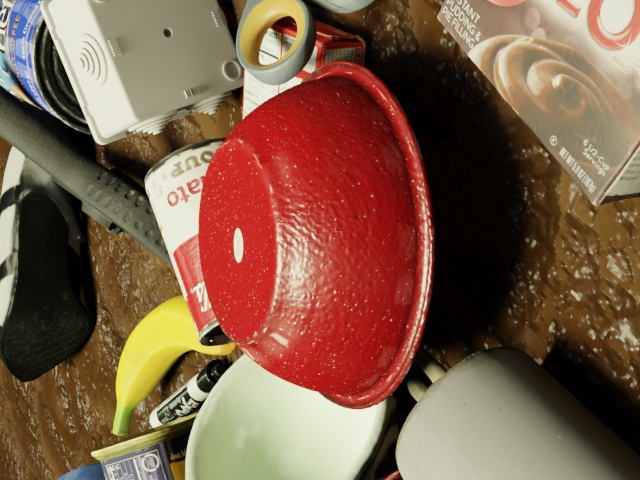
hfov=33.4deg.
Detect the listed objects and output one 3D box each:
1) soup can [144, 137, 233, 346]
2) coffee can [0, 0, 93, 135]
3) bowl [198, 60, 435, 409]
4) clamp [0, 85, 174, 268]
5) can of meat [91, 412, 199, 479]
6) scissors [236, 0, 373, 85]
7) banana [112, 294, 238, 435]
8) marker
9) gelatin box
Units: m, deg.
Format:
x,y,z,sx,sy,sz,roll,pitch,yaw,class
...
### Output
x,y,z,sx,sy,sz,roll,pitch,yaw,class
-0.054,0.001,0.613,0.069,0.068,0.102,-43,64,53,soup can
-0.168,-0.134,0.711,0.140,0.102,0.103,27,122,50,coffee can
-0.014,-0.001,0.484,0.162,0.055,0.162,13,105,61,bowl
-0.140,-0.032,0.687,0.210,0.036,0.164,34,173,27,clamp
-0.092,0.161,0.692,0.058,0.102,0.084,-21,85,22,can of meat
-0.039,-0.131,0.557,0.202,0.016,0.096,22,78,51,scissors
-0.099,0.074,0.727,0.198,0.037,0.069,-43,54,52,banana
-0.091,0.109,0.747,0.121,0.020,0.020,-42,65,53,marker
-0.011,-0.071,0.560,0.073,0.030,0.089,34,126,49,gelatin box
